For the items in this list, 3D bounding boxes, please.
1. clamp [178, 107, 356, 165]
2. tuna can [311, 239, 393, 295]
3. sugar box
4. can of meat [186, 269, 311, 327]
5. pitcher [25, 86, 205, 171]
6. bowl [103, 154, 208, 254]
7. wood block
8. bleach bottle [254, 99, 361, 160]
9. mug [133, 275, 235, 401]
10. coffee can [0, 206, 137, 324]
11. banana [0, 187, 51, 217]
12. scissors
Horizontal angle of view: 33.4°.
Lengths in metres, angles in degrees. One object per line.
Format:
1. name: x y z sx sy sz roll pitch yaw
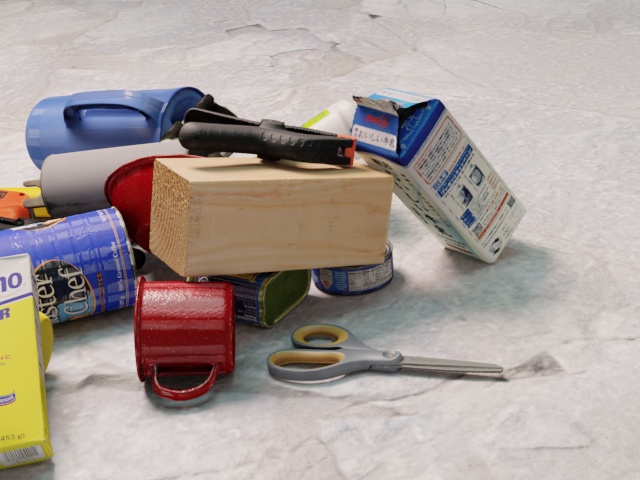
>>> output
1. clamp: -0.055 -0.098 1.012 0.171 0.039 0.120 8 19 -16
2. tuna can: 0.032 0.024 1.093 0.086 0.034 0.086 -4 23 2
3. sugar box: -0.271 0.097 0.859 0.093 0.048 0.176 -9 59 -10
4. can of meat: -0.068 0.041 1.046 0.084 0.057 0.101 9 27 26
5. pitcher: -0.270 -0.141 1.402 0.243 0.149 0.144 4 24 27
6. bowl: -0.142 -0.024 1.091 0.162 0.162 0.055 -3 63 5
7. wood block: -0.046 -0.025 0.996 0.205 0.090 0.091 -3 17 -29
8. bleach bottle: -0.063 -0.067 1.197 0.251 0.068 0.102 -31 10 1
9. mug: -0.116 0.086 0.924 0.081 0.093 0.117 0 49 -2
10. coffee can: -0.260 0.031 1.046 0.140 0.103 0.103 -13 25 -19
11. banana: -0.363 -0.049 1.314 0.198 0.037 0.069 1 -7 24
12. scissors: 0.054 0.097 0.943 0.202 0.016 0.096 -3 23 2
